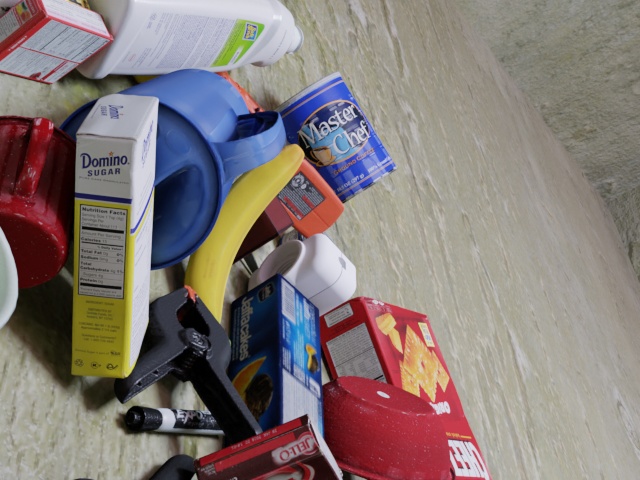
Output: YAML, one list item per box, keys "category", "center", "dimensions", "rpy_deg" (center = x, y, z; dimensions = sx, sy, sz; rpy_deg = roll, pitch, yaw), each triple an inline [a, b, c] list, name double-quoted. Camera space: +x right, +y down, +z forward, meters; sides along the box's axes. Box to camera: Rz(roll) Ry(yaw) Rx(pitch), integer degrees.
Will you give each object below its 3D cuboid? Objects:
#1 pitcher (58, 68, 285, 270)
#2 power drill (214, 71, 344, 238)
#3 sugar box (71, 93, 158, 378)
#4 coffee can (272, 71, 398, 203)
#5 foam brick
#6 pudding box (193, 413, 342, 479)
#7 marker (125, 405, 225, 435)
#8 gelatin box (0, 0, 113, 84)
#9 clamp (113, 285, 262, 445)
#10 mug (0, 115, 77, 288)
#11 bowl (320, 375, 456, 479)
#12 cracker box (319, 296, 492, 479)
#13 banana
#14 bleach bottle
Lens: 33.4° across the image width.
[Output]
- category: "pitcher"
  center: [-0.116, -0.075, 0.882]
  dimensions: [0.149, 0.145, 0.242]
  rpy_deg: [29, 18, -4]
- category: "power drill"
  center: [-0.048, -0.083, 1.123]
  dimensions: [0.184, 0.057, 0.188]
  rpy_deg: [43, 6, -45]
- category: "sugar box"
  center: [-0.141, -0.004, 0.730]
  dimensions: [0.093, 0.048, 0.176]
  rpy_deg: [-89, -177, -66]
- category: "coffee can"
  center: [0.015, -0.121, 1.309]
  dimensions: [0.140, 0.103, 0.102]
  rpy_deg: [58, 21, -2]
- category: "foam brick"
  center: [-0.074, -0.013, 1.000]
  dimensions: [0.051, 0.078, 0.053]
  rpy_deg: [57, 19, -3]
- category: "pudding box"
  center: [-0.032, 0.177, 0.776]
  dimensions: [0.113, 0.090, 0.039]
  rpy_deg: [66, 3, -56]
- category: "marker"
  center: [-0.105, 0.137, 0.807]
  dimensions: [0.121, 0.020, 0.020]
  rpy_deg: [20, 43, -58]
- category: "gelatin box"
  center: [-0.226, -0.165, 0.873]
  dimensions: [0.089, 0.073, 0.030]
  rpy_deg: [4, 58, -65]
- category: "clamp"
  center: [-0.095, 0.096, 0.822]
  dimensions: [0.120, 0.039, 0.171]
  rpy_deg: [38, 21, -17]
- category: "mug"
  center: [-0.199, -0.029, 0.702]
  dimensions: [0.093, 0.117, 0.081]
  rpy_deg: [19, 43, -22]
- category: "bowl"
  center: [0.050, 0.161, 0.941]
  dimensions: [0.162, 0.055, 0.162]
  rpy_deg: [17, 6, -2]
- category: "cracker box"
  center: [0.091, 0.173, 1.122]
  dimensions: [0.164, 0.072, 0.214]
  rpy_deg: [21, 43, -57]
- category: "banana"
  center: [-0.074, 0.001, 0.929]
  dimensions: [0.037, 0.070, 0.197]
  rpy_deg: [61, 46, -64]
- category: "bleach bottle"
  center: [-0.113, -0.196, 1.009]
  dimensions: [0.250, 0.103, 0.068]
  rpy_deg: [-4, 51, -50]
